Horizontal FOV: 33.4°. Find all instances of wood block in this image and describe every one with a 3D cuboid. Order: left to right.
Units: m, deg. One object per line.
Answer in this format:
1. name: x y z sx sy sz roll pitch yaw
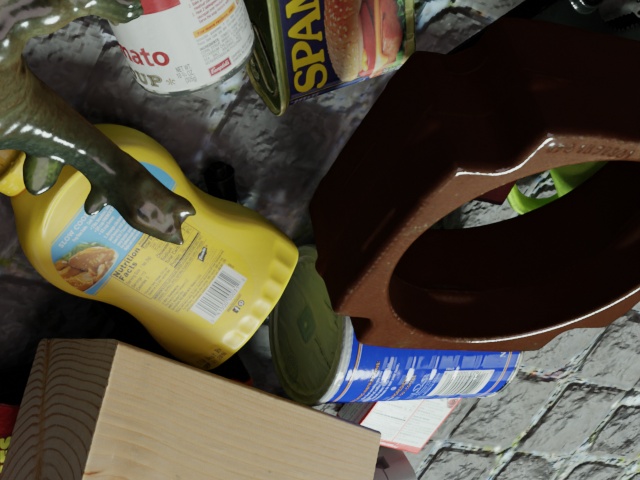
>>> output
1. wood block: -0.071 0.131 0.640 0.205 0.090 0.091 25 70 -38

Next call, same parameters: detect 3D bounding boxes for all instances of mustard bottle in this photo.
1. mustard bottle: -0.109 -0.009 0.594 0.191 0.058 0.096 35 96 -31

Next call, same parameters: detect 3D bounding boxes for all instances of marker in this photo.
1. marker: -0.054 0.001 0.668 0.020 0.020 0.121 -19 132 -12

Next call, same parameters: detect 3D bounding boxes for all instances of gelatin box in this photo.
1. gelatin box: 0.067 0.117 0.815 0.073 0.030 0.089 20 115 -35

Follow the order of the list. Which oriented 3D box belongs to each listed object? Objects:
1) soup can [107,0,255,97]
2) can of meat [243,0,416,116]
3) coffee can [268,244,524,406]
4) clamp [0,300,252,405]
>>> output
1. soup can: -0.077 -0.130 0.519 0.068 0.068 0.102 -26 133 -6
2. can of meat: 0.002 -0.128 0.569 0.083 0.057 0.102 -20 133 -15
3. coffee can: 0.050 0.056 0.707 0.140 0.103 0.103 2 124 -28
4. clamp: -0.125 0.075 0.679 0.171 0.039 0.120 31 110 -35
